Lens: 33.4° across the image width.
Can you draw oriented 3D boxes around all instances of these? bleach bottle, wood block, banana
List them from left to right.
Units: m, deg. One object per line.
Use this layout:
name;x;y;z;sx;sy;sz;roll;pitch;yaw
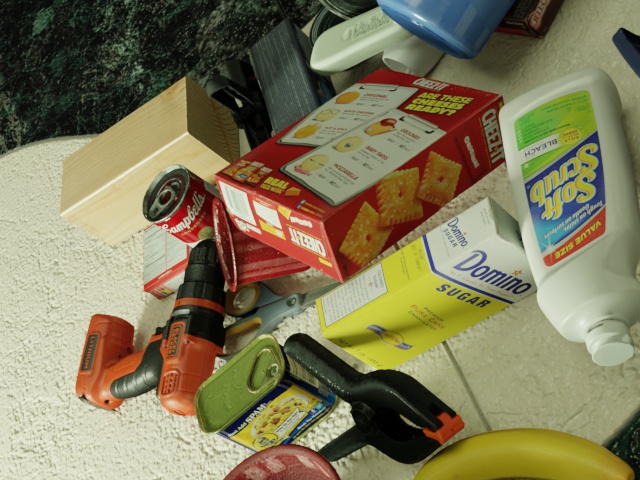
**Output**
wood block;-0.201;-0.089;1.249;0.206;0.090;0.091;-29;47;27
banana;0.135;0.175;0.796;0.198;0.037;0.069;-27;74;32
bleach bottle;0.202;-0.018;0.810;0.103;0.068;0.251;-22;45;20

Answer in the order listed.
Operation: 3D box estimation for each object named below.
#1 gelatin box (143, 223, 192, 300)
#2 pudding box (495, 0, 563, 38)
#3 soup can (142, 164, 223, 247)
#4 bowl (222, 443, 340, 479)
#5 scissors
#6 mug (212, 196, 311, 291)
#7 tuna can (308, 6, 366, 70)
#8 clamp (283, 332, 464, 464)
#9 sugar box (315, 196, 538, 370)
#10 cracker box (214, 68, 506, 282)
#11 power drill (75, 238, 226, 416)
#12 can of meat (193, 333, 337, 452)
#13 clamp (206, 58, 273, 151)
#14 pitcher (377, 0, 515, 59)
gelatin box;-0.163;0.011;1.191;0.073;0.030;0.089;-30;46;28
pudding box;0.195;-0.251;1.016;0.090;0.039;0.113;23;81;49
soup can;-0.129;-0.027;1.128;0.069;0.102;0.068;-24;49;31
bowl;-0.027;0.239;0.807;0.162;0.055;0.162;-26;45;30
scissors;-0.032;0.050;1.050;0.202;0.016;0.096;-34;45;23
mug;-0.057;0.001;1.047;0.117;0.081;0.093;111;146;-65
tuna can;0.029;-0.230;1.165;0.086;0.033;0.086;-24;50;31
clamp;0.037;0.128;0.855;0.172;0.120;0.039;-9;22;48
sugar box;0.093;0.041;0.877;0.176;0.093;0.048;-31;47;26
cracker box;0.039;-0.066;0.952;0.213;0.072;0.164;-35;35;-25
power drill;-0.172;0.098;1.105;0.188;0.057;0.184;-18;53;43
can of meat;-0.046;0.142;0.951;0.102;0.083;0.057;-41;42;16
clamp;-0.081;-0.145;1.141;0.036;0.164;0.210;-23;38;8
pitcher;0.145;-0.296;0.955;0.149;0.144;0.243;37;98;41
